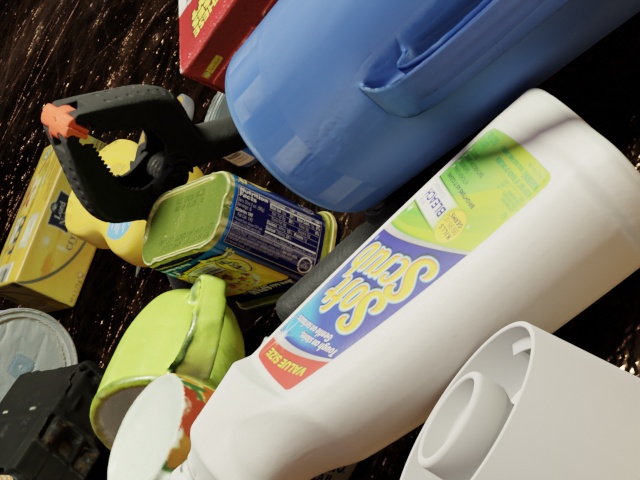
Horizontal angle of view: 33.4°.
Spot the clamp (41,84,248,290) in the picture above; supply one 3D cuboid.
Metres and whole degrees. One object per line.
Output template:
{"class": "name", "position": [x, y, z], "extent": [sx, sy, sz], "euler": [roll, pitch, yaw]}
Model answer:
{"class": "clamp", "position": [-0.109, -0.038, 0.722], "extent": [0.036, 0.209, 0.164], "euler": [29, 99, 34]}

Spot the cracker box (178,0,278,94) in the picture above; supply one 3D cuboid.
{"class": "cracker box", "position": [-0.030, -0.216, 0.731], "extent": [0.164, 0.072, 0.214], "euler": [-50, 31, 30]}

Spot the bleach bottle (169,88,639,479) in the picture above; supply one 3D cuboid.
{"class": "bleach bottle", "position": [0.029, 0.046, 0.470], "extent": [0.251, 0.068, 0.102], "euler": [-42, 27, 9]}

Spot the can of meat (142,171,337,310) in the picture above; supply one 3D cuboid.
{"class": "can of meat", "position": [-0.055, 0.001, 0.683], "extent": [0.102, 0.083, 0.057], "euler": [-17, 57, 50]}

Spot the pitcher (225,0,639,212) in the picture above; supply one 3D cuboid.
{"class": "pitcher", "position": [0.063, -0.114, 0.487], "extent": [0.243, 0.148, 0.145], "euler": [-40, 64, 33]}

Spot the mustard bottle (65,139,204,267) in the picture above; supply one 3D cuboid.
{"class": "mustard bottle", "position": [-0.141, -0.028, 0.877], "extent": [0.192, 0.058, 0.096], "euler": [18, 74, 55]}

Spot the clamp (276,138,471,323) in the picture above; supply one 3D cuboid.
{"class": "clamp", "position": [0.038, -0.006, 0.590], "extent": [0.172, 0.039, 0.120], "euler": [-8, 61, 57]}

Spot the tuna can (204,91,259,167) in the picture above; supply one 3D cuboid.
{"class": "tuna can", "position": [-0.056, -0.101, 0.837], "extent": [0.086, 0.033, 0.086], "euler": [-40, 35, 36]}

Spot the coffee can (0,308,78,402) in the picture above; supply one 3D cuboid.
{"class": "coffee can", "position": [-0.295, 0.115, 0.979], "extent": [0.141, 0.102, 0.103], "euler": [-8, 59, 58]}
